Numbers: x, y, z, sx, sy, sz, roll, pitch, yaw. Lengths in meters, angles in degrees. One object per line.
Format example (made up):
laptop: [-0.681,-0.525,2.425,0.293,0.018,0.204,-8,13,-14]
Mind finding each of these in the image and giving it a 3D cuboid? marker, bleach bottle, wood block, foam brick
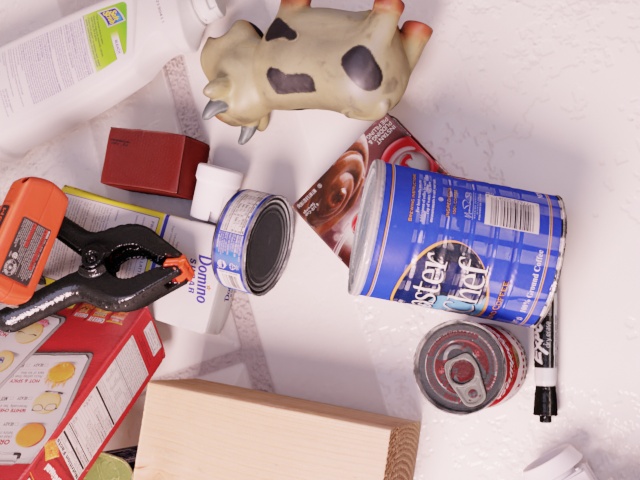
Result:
marker: [0.174,0.080,0.826,0.020,0.020,0.121,-1,85,20]
bleach bottle: [-0.200,-0.161,0.966,0.251,0.068,0.102,-20,79,15]
wood block: [-0.034,0.173,0.857,0.206,0.090,0.091,7,87,21]
foam brick: [-0.145,-0.067,0.941,0.078,0.051,0.053,9,87,21]

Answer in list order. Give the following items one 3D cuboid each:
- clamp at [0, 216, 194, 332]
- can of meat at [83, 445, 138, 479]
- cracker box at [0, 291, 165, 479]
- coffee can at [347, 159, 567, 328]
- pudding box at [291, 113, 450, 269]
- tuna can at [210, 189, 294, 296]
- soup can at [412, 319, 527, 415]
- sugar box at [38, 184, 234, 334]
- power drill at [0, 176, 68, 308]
clamp: [-0.194,0.031,0.895,0.172,0.039,0.120,8,70,20]
can of meat: [-0.171,0.226,0.905,0.057,0.083,0.102,13,89,21]
cracker box: [-0.250,0.138,0.880,0.164,0.072,0.213,5,42,25]
coffee can: [0.098,0.003,0.792,0.140,0.103,0.103,11,88,-3]
pudding box: [0.048,-0.033,0.873,0.113,0.039,0.090,-46,72,10]
tuna can: [-0.056,0.001,0.884,0.034,0.086,0.086,14,90,23]
soup can: [0.115,0.094,0.802,0.069,0.102,0.068,-2,84,20]
sugar box: [-0.158,0.017,0.942,0.176,0.048,0.093,16,90,17]
power drill: [-0.304,-0.028,0.907,0.188,0.057,0.184,11,78,33]
